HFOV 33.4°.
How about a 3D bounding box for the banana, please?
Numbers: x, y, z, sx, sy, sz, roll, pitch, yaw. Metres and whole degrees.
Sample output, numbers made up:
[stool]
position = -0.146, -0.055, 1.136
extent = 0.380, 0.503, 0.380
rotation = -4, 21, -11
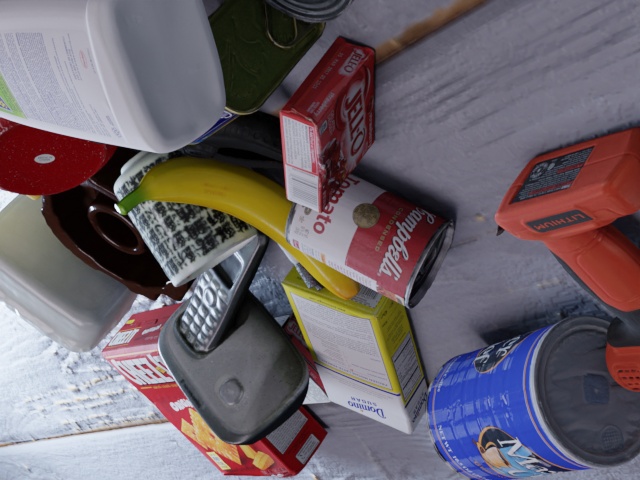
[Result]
[banana]
position = -0.053, -0.018, 0.806
extent = 0.197, 0.069, 0.037
rotation = 21, 169, -15

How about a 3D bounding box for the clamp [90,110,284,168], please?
[clamp]
position = -0.091, -0.077, 0.755
extent = 0.171, 0.039, 0.120
rotation = 15, 174, -18

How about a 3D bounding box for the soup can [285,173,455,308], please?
[soup can]
position = 0.035, -0.005, 0.757
extent = 0.102, 0.068, 0.068
rotation = 27, 150, 17

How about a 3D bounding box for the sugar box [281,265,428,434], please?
[sugar box]
position = 0.035, 0.090, 0.917
extent = 0.093, 0.048, 0.176
rotation = 19, 149, 30

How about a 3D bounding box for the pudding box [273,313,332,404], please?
[pudding box]
position = -0.037, 0.118, 1.042
extent = 0.090, 0.039, 0.114
rotation = 49, 146, -17

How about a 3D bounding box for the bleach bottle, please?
[bleach bottle]
position = -0.168, -0.115, 0.634
extent = 0.251, 0.068, 0.102
rotation = 14, 130, 42

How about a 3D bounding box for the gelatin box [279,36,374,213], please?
[gelatin box]
position = 0.007, -0.073, 0.684
extent = 0.030, 0.073, 0.089
rotation = 25, 148, 19

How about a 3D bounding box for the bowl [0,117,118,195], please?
[bowl]
position = -0.215, -0.084, 0.820
extent = 0.162, 0.162, 0.055
rotation = 92, 160, -56

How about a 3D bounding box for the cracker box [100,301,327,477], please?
[cracker box]
position = -0.120, 0.168, 1.168
extent = 0.213, 0.072, 0.164
rotation = 48, 149, -18

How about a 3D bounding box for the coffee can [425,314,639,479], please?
[coffee can]
position = 0.155, 0.118, 0.769
extent = 0.102, 0.102, 0.141
rotation = 42, 151, -9

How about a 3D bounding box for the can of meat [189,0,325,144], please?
[can of meat]
position = -0.056, -0.113, 0.666
extent = 0.057, 0.102, 0.084
rotation = 44, 152, -14

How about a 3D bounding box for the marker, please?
[marker]
position = -0.033, -0.011, 0.842
extent = 0.121, 0.020, 0.020
rotation = 55, 149, -4
